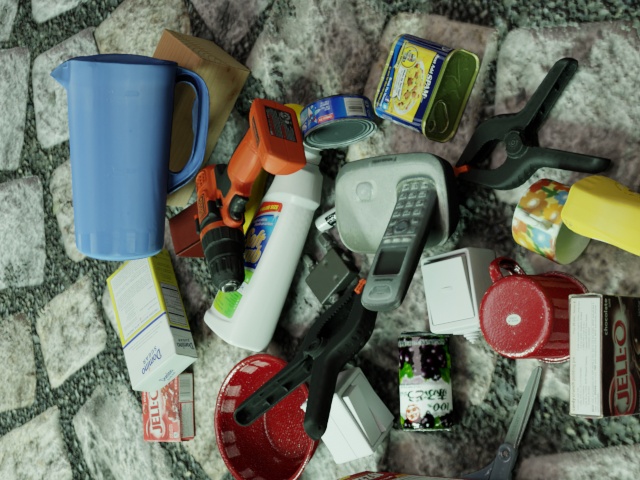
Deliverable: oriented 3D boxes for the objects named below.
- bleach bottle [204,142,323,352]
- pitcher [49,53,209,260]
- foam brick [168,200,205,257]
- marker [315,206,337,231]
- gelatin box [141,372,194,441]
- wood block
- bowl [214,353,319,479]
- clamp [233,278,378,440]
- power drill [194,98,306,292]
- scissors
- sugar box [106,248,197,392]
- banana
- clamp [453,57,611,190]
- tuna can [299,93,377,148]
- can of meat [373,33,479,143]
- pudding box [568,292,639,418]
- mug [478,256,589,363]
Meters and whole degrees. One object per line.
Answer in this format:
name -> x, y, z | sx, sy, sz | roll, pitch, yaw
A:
bleach bottle -> -0.058, 0.002, 1.282 | 0.103, 0.068, 0.251 | 32, 103, 61
pitcher -> -0.231, -0.103, 1.293 | 0.149, 0.144, 0.243 | 11, 106, 33
foam brick -> -0.148, -0.017, 1.368 | 0.078, 0.052, 0.051 | -30, 68, 33
marker -> 0.042, -0.045, 1.232 | 0.121, 0.020, 0.020 | -32, 67, 34
gelatin box -> -0.202, 0.220, 1.408 | 0.073, 0.030, 0.089 | -8, 81, 39
wood block -> -0.190, -0.156, 1.391 | 0.091, 0.090, 0.206 | 41, 112, 35
bowl -> -0.052, 0.215, 1.266 | 0.162, 0.055, 0.162 | -4, 84, 40
clamp -> -0.006, 0.131, 1.177 | 0.165, 0.036, 0.209 | -11, 39, 51
power drill -> -0.086, -0.056, 1.231 | 0.188, 0.057, 0.184 | -50, 40, 37
scissors -> 0.175, 0.223, 1.101 | 0.096, 0.016, 0.202 | 6, 90, 40
sugar box -> -0.223, 0.102, 1.408 | 0.093, 0.048, 0.176 | -39, 56, 28
banana -> -0.068, -0.095, 1.317 | 0.070, 0.037, 0.198 | 45, 114, 35
clamp -> 0.213, -0.092, 1.081 | 0.172, 0.039, 0.120 | -38, 59, 38
tuna can -> 0.020, -0.136, 1.216 | 0.086, 0.085, 0.034 | -22, 71, 37
can of meat -> 0.112, -0.168, 1.160 | 0.084, 0.057, 0.102 | 29, 104, 40
pudding box -> 0.266, 0.106, 0.986 | 0.039, 0.089, 0.113 | -6, 82, 40
mug -> 0.204, 0.065, 1.047 | 0.093, 0.081, 0.117 | -41, 62, 30
